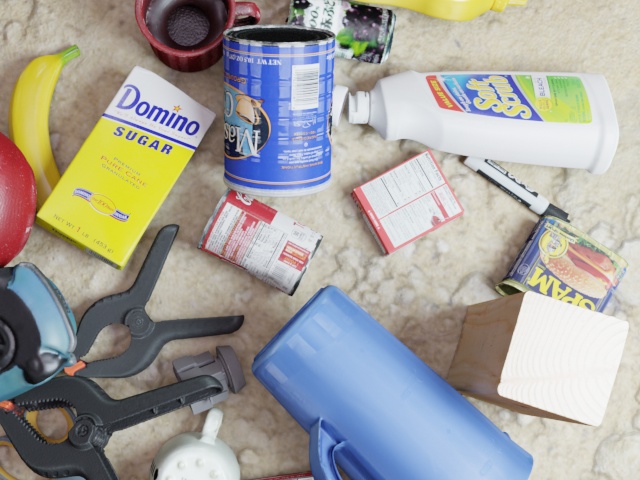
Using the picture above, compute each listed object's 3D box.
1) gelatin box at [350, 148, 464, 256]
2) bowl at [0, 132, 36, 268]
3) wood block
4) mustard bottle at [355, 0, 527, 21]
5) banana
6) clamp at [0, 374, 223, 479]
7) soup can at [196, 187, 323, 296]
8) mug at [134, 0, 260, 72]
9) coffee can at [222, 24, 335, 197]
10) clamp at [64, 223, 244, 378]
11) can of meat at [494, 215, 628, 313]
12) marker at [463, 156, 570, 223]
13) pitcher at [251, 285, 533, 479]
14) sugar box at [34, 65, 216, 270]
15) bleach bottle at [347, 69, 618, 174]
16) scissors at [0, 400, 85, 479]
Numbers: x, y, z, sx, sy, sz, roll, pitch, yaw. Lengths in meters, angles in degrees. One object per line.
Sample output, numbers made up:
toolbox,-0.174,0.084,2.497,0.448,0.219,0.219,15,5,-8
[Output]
gelatin box,0.086,-0.037,1.045,0.089,0.030,0.073,-29,85,-7
bowl,-0.303,-0.032,0.974,0.055,0.162,0.162,9,81,-37
wood block,0.184,0.105,0.947,0.091,0.206,0.090,18,82,-3
mustard bottle,0.112,-0.261,1.052,0.191,0.058,0.096,12,50,-4
banana,-0.263,-0.094,1.022,0.069,0.037,0.198,-3,84,-4
clamp,-0.203,0.184,0.947,0.210,0.036,0.164,7,66,17
soup can,-0.057,0.001,1.011,0.102,0.068,0.068,28,82,-1
mug,-0.116,-0.212,1.024,0.117,0.081,0.093,-9,84,-5
coffee can,-0.039,-0.121,0.983,0.102,0.103,0.140,0,110,-4
clamp,-0.160,0.081,1.010,0.171,0.039,0.120,-45,83,-4
can of meat,0.235,0.036,1.035,0.102,0.057,0.084,33,79,-1
marker,0.196,-0.050,1.060,0.121,0.020,0.020,35,82,0
pitcher,0.053,0.162,0.931,0.243,0.149,0.145,44,93,1
sugar box,-0.181,-0.069,1.004,0.093,0.048,0.176,32,76,-10
bleach bottle,0.152,-0.119,1.033,0.250,0.068,0.102,2,52,-3
scissors,-0.210,0.214,1.001,0.201,0.016,0.096,20,82,-2
